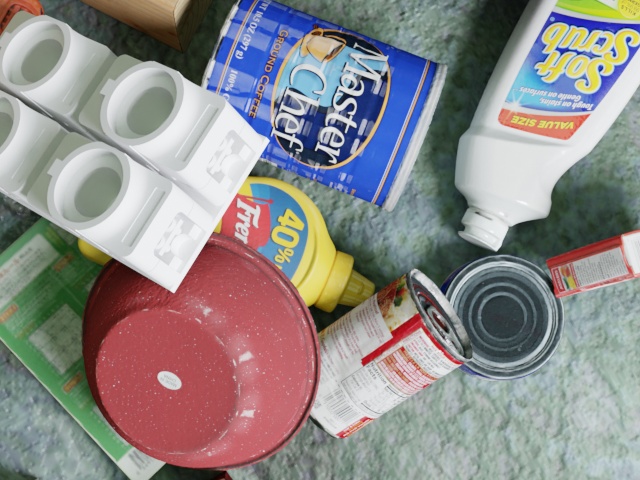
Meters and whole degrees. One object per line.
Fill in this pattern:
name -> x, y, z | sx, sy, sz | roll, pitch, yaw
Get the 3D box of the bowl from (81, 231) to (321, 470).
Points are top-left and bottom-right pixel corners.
bowl -> -0.084, 0.077, 0.649 | 0.162, 0.055, 0.162 | 4, 105, 14

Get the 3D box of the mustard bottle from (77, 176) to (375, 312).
mustard bottle -> -0.055, 0.001, 0.704 | 0.191, 0.058, 0.096 | 23, 79, -5

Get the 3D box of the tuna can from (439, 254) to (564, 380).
tuna can -> 0.120, 0.052, 0.722 | 0.086, 0.034, 0.086 | 0, 83, -3

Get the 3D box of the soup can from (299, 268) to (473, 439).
soup can -> 0.037, 0.074, 0.682 | 0.102, 0.068, 0.068 | -36, 86, 17

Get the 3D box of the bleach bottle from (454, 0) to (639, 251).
bleach bottle -> 0.170, -0.106, 0.730 | 0.102, 0.068, 0.251 | 27, 85, 2

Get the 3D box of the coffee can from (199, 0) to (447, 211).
coffee can -> -0.001, -0.091, 0.699 | 0.140, 0.103, 0.103 | 21, 83, 0
